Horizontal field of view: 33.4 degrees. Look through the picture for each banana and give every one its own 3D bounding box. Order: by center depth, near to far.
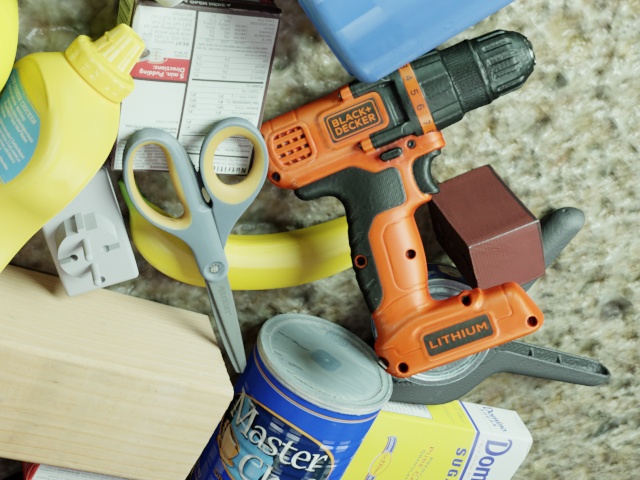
[{"bbox_3d":[-0.043,0.003,0.716,0.197,0.037,0.070,6,123,-23],"label":"banana"}]

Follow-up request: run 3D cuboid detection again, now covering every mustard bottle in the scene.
[{"bbox_3d":[-0.169,-0.047,0.594,0.192,0.096,0.058,-44,136,11],"label":"mustard bottle"}]

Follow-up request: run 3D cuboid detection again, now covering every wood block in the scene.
[{"bbox_3d":[-0.173,0.084,0.693,0.205,0.091,0.090,17,116,-29],"label":"wood block"}]

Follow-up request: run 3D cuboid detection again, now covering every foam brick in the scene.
[{"bbox_3d":[0.114,-0.006,0.741,0.051,0.078,0.053,-23,128,-6],"label":"foam brick"}]

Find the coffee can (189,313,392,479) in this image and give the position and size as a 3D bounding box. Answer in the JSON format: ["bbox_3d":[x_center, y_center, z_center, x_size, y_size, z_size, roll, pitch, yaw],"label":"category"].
[{"bbox_3d":[-0.023,0.139,0.776,0.102,0.103,0.140,13,118,-27],"label":"coffee can"}]

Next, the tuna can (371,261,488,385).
[{"bbox_3d":[0.081,0.061,0.771,0.086,0.034,0.086,-1,108,-5],"label":"tuna can"}]

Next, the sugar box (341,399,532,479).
[{"bbox_3d":[0.080,0.174,0.874,0.176,0.048,0.093,15,117,-26],"label":"sugar box"}]

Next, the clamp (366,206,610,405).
[{"bbox_3d":[0.121,0.064,0.817,0.210,0.036,0.164,-13,118,-6],"label":"clamp"}]

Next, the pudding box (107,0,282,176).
[{"bbox_3d":[-0.078,-0.094,0.636,0.089,0.039,0.114,1,125,-21],"label":"pudding box"}]

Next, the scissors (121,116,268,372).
[{"bbox_3d":[-0.054,0.001,0.676,0.096,0.016,0.201,-29,129,1],"label":"scissors"}]

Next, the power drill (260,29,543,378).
[{"bbox_3d":[0.071,-0.022,0.669,0.184,0.057,0.187,-22,88,9],"label":"power drill"}]
